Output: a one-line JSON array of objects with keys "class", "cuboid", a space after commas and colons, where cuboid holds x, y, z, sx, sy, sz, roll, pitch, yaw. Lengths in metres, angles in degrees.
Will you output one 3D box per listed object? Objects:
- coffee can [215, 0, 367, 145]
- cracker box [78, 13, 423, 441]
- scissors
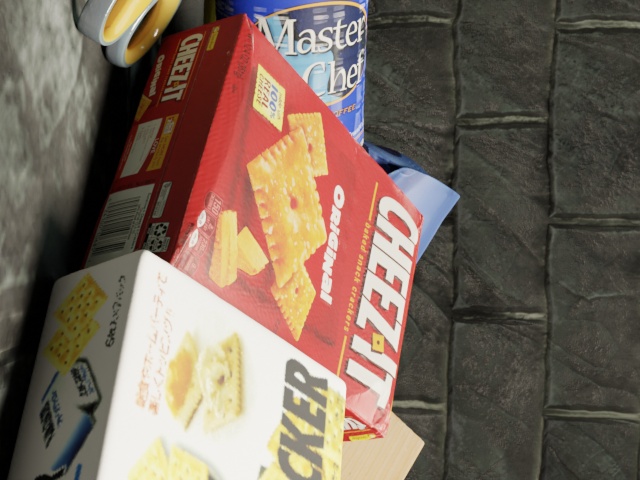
[{"class": "coffee can", "cuboid": [-0.019, -0.132, 0.714, 0.102, 0.103, 0.140, -80, 172, -61]}, {"class": "cracker box", "cuboid": [-0.025, 0.002, 0.622, 0.213, 0.072, 0.164, 43, 49, -42]}, {"class": "scissors", "cuboid": [-0.062, -0.168, 0.575, 0.201, 0.016, 0.096, -53, 175, -26]}]
